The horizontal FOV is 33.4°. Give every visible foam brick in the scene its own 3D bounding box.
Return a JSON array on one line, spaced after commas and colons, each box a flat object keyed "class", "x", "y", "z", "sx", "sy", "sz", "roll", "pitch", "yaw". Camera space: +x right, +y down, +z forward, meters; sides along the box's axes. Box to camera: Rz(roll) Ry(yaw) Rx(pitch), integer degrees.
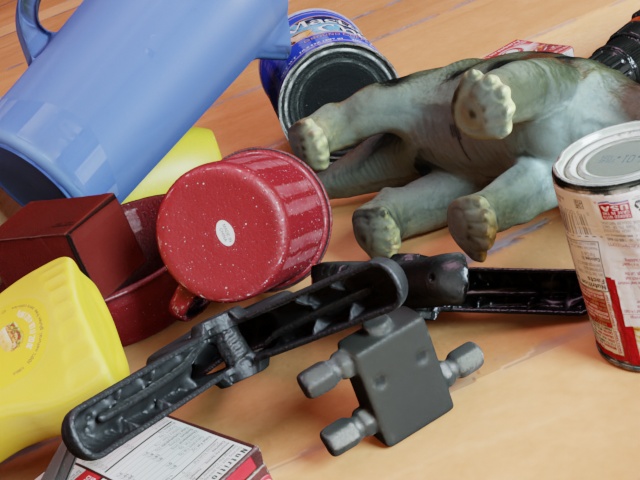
[{"class": "foam brick", "x": -0.163, "y": 0.007, "z": 0.678, "sx": 0.078, "sy": 0.051, "sz": 0.052, "roll": -3, "pitch": 30, "yaw": 34}]

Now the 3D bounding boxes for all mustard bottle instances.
[{"class": "mustard bottle", "x": -0.203, "y": 0.091, "z": 0.583, "sx": 0.191, "sy": 0.058, "sz": 0.096, "roll": -29, "pitch": 53, "yaw": 0}]

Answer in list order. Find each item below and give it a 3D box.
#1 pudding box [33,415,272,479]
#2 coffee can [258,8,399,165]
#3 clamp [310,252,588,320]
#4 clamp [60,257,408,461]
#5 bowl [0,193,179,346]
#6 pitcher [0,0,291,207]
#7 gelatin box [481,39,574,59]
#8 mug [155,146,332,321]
[{"class": "pudding box", "x": -0.089, "y": 0.128, "z": 0.522, "sx": 0.114, "sy": 0.039, "sz": 0.089, "roll": 10, "pitch": 38, "yaw": 46}, {"class": "coffee can", "x": 0.005, "y": -0.133, "z": 0.907, "sx": 0.103, "sy": 0.103, "sz": 0.140, "roll": -21, "pitch": 25, "yaw": -1}, {"class": "clamp", "x": 0.049, "y": 0.024, "z": 0.576, "sx": 0.172, "sy": 0.039, "sz": 0.120, "roll": -4, "pitch": -15, "yaw": 39}, {"class": "clamp", "x": -0.037, "y": 0.051, "z": 0.550, "sx": 0.164, "sy": 0.036, "sz": 0.210, "roll": -25, "pitch": 1, "yaw": -1}, {"class": "bowl", "x": -0.138, "y": 0.028, "z": 0.745, "sx": 0.162, "sy": 0.055, "sz": 0.162, "roll": -17, "pitch": 25, "yaw": 8}, {"class": "pitcher", "x": -0.147, "y": -0.132, "z": 0.790, "sx": 0.149, "sy": 0.145, "sz": 0.242, "roll": 18, "pitch": 60, "yaw": 32}, {"class": "gelatin box", "x": 0.154, "y": -0.134, "z": 0.878, "sx": 0.089, "sy": 0.030, "sz": 0.073, "roll": -30, "pitch": 26, "yaw": -19}, {"class": "mug", "x": -0.054, "y": 0.001, "z": 0.640, "sx": 0.117, "sy": 0.093, "sz": 0.081, "roll": -51, "pitch": -7, "yaw": 14}]
